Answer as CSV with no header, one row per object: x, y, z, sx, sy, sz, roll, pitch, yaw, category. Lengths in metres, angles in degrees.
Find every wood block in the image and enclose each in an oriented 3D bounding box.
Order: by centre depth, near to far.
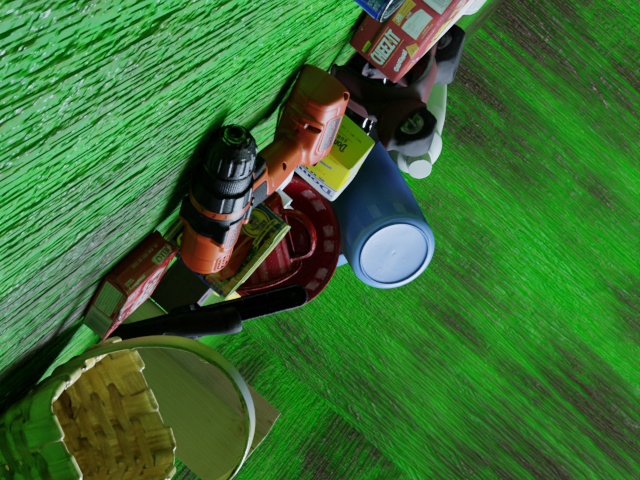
-0.157,0.170,1.203,0.091,0.206,0.090,-50,178,14,wood block

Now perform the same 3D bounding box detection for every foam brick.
-0.154,0.051,1.245,0.078,0.051,0.053,-49,178,3,foam brick

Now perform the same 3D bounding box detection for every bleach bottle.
0.125,-0.174,1.372,0.103,0.068,0.251,-50,-155,34,bleach bottle

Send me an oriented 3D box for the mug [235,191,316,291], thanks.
-0.062,-0.004,1.111,0.117,0.081,0.093,-3,-157,21,mug

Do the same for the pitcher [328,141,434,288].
0.053,-0.037,1.383,0.243,0.145,0.149,-115,-163,-55,pitcher

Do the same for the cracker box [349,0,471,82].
0.136,-0.276,1.055,0.213,0.072,0.164,-49,179,-34,cracker box

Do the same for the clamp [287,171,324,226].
-0.018,-0.057,1.303,0.039,0.120,0.172,-53,178,-42,clamp

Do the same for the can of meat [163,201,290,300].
-0.091,-0.005,1.037,0.102,0.084,0.057,-49,178,3,can of meat

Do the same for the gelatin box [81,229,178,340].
-0.170,0.041,0.956,0.073,0.030,0.089,-48,178,-41,gelatin box

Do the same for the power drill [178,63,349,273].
-0.050,-0.075,0.937,0.187,0.057,0.185,-47,170,-35,power drill

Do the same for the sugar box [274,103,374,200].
-0.001,-0.098,1.122,0.048,0.093,0.176,-48,178,-12,sugar box

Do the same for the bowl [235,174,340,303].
-0.058,0.002,1.263,0.162,0.162,0.055,-48,-159,-19,bowl

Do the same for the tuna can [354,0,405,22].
0.066,-0.229,0.909,0.086,0.034,0.086,-49,178,-2,tuna can

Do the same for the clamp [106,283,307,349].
-0.132,0.083,1.070,0.210,0.036,0.164,-13,180,17,clamp
